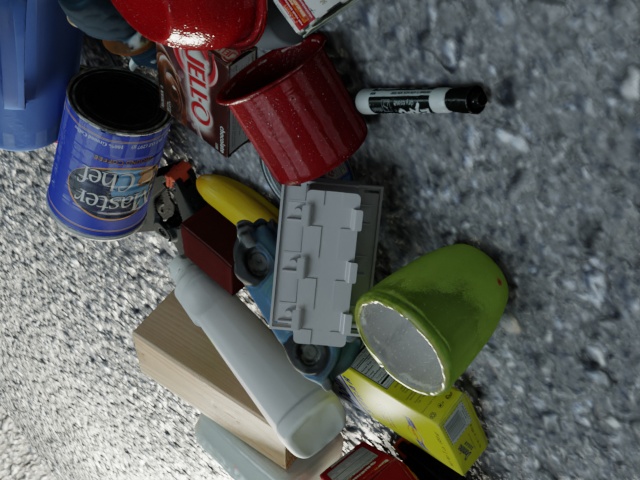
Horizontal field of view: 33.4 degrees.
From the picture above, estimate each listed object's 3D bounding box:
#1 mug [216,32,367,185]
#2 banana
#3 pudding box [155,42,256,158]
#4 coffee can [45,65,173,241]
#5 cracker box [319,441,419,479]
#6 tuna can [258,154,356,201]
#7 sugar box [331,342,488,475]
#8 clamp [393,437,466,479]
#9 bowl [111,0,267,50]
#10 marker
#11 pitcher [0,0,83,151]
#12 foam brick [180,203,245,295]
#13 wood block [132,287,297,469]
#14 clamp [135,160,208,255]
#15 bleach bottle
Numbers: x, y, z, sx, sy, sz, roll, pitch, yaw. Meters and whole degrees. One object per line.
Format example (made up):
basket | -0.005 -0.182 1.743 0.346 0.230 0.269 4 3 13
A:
mug | -0.025 -0.095 0.803 0.117 0.093 0.081 -1 127 51
banana | -0.051 -0.005 1.008 0.198 0.037 0.070 44 152 14
pudding box | -0.099 -0.139 0.917 0.090 0.039 0.113 39 150 23
coffee can | -0.207 -0.084 1.042 0.103 0.102 0.140 41 134 20
cracker box | 0.084 0.285 1.051 0.164 0.072 0.214 51 171 2
tuna can | -0.012 -0.057 0.888 0.086 0.033 0.086 37 150 26
sugar box | 0.065 0.139 0.981 0.176 0.048 0.093 24 154 39
clamp | 0.136 0.261 1.041 0.171 0.039 0.120 48 154 23
bowl | -0.108 -0.186 0.715 0.162 0.055 0.162 42 155 24
marker | 0.068 -0.096 0.734 0.121 0.020 0.020 9 131 53
pitcher | -0.278 -0.191 0.977 0.145 0.149 0.243 34 140 15
foam brick | -0.095 0.006 1.073 0.078 0.053 0.051 39 150 26
wood block | -0.094 0.144 1.164 0.206 0.090 0.090 30 148 20
clamp | -0.167 -0.022 1.161 0.165 0.036 0.210 34 149 18
bleach bottle | -0.077 0.101 1.075 0.251 0.068 0.102 47 170 28
